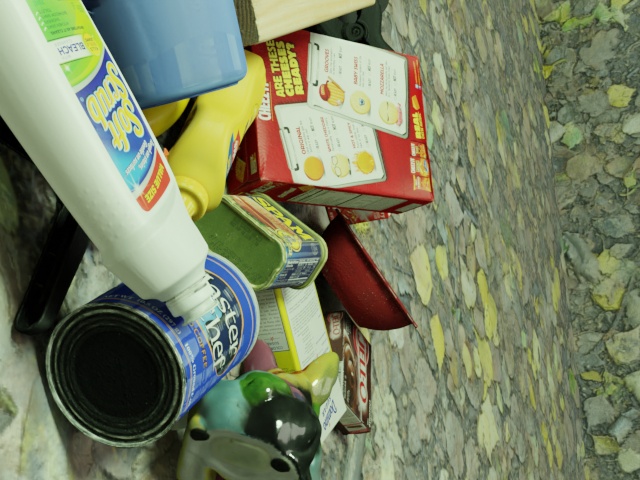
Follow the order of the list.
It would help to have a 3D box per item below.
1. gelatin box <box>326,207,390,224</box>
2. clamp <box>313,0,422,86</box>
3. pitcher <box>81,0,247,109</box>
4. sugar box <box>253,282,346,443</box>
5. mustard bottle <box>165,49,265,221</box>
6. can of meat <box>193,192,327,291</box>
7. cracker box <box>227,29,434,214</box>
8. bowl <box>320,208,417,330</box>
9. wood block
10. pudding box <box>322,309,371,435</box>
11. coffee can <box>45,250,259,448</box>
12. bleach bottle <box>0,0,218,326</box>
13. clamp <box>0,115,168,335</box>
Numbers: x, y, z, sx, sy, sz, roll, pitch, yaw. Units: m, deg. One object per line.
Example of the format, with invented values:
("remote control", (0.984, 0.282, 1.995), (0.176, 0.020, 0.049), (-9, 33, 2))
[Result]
("gelatin box", (0.039, -0.065, 1.256), (0.030, 0.073, 0.089), (-54, 131, -62))
("clamp", (0.047, -0.226, 1.197), (0.039, 0.120, 0.171), (176, -94, -74))
("pitcher", (-0.144, -0.220, 0.786), (0.145, 0.149, 0.243), (-62, 138, -76))
("sugar box", (-0.026, 0.110, 1.060), (0.093, 0.048, 0.176), (-40, 122, -63))
("mustard bottle", (-0.097, -0.078, 0.905), (0.191, 0.058, 0.096), (-73, -171, -47))
("can of meat", (-0.056, 0.001, 0.959), (0.057, 0.102, 0.083), (-57, 160, 15))
("cracker box", (0.007, -0.118, 1.077), (0.213, 0.072, 0.164), (5, 73, -34))
("bowl", (0.042, 0.045, 1.191), (0.162, 0.055, 0.162), (56, 2, -3))
("wood block", (-0.043, -0.231, 0.943), (0.205, 0.091, 0.090), (-34, 117, -54))
("pudding box", (0.026, 0.147, 1.184), (0.090, 0.039, 0.113), (53, 34, -50))
("coffee can", (-0.115, 0.072, 0.762), (0.140, 0.103, 0.103), (-39, 118, -67))
("bleach bottle", (-0.141, -0.060, 0.686), (0.251, 0.068, 0.102), (58, 22, -6))
("clamp", (-0.174, -0.048, 0.757), (0.209, 0.036, 0.164), (-46, 125, -60))
